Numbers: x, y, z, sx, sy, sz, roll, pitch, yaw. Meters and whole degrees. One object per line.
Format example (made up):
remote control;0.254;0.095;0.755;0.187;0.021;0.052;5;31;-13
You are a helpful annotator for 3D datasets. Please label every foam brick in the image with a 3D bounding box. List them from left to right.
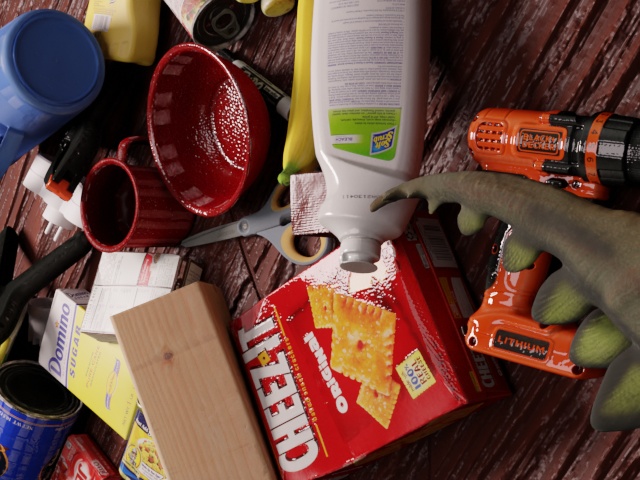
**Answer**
foam brick;0.019;-0.029;0.894;0.053;0.078;0.051;-2;86;41

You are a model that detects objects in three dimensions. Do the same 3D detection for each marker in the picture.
marker;-0.061;-0.149;1.005;0.121;0.020;0.020;41;115;34

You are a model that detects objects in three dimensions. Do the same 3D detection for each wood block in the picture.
wood block;-0.102;0.150;0.952;0.091;0.090;0.206;-22;81;3

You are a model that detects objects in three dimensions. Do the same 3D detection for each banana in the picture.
banana;-0.008;-0.139;0.930;0.037;0.069;0.198;5;84;2

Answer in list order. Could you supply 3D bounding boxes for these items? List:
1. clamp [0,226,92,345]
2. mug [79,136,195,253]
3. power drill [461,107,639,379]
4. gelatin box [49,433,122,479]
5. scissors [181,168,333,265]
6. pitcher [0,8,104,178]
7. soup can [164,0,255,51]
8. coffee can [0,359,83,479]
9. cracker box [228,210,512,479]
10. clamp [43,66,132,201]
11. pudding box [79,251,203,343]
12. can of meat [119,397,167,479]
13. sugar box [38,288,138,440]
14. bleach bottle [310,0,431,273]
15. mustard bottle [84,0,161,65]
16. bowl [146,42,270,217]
clamp;-0.360;0.063;1.192;0.165;0.036;0.209;10;58;46
mug;-0.180;-0.046;1.067;0.093;0.081;0.117;-1;89;41
power drill;0.182;0.000;0.766;0.185;0.057;0.188;12;96;39
gelatin box;-0.262;0.268;1.169;0.073;0.030;0.089;42;116;33
scissors;-0.057;0.001;1.001;0.202;0.016;0.096;-32;69;37
pitcher;-0.327;-0.149;1.130;0.243;0.144;0.149;-13;106;54
soup can;-0.117;-0.239;1.024;0.102;0.068;0.069;53;121;29
coffee can;-0.336;0.219;1.187;0.103;0.102;0.140;42;115;34
cracker box;0.032;0.095;0.885;0.214;0.071;0.164;-35;67;36
clamp;-0.256;-0.099;1.118;0.120;0.039;0.171;-42;22;44
pudding box;-0.179;0.058;1.066;0.114;0.039;0.090;0;69;34
can of meat;-0.147;0.211;1.052;0.102;0.057;0.084;33;112;37
sugar box;-0.231;0.127;1.133;0.176;0.048;0.093;28;107;37
bleach bottle;0.032;-0.097;0.834;0.103;0.068;0.251;-1;69;18
mustard bottle;-0.196;-0.281;1.100;0.096;0.058;0.192;19;102;46
bowl;-0.096;-0.106;0.998;0.162;0.055;0.162;18;115;45
